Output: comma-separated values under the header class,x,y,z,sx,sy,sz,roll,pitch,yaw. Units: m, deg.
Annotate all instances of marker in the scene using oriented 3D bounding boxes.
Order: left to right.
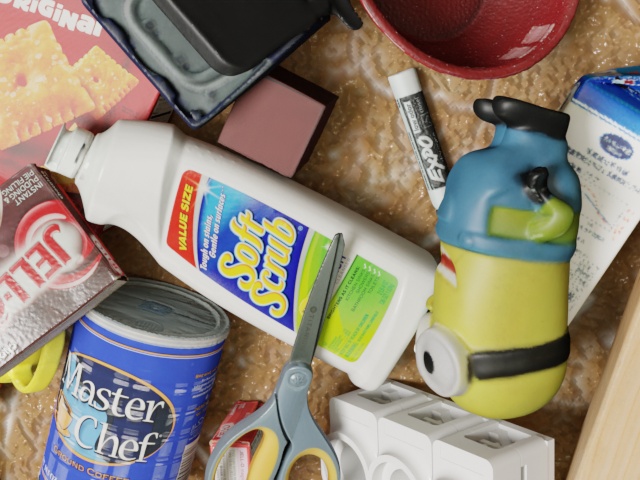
class,x,y,z,sx,sy,sz,roll,pitch,yaw
marker,0.073,-0.053,0.700,0.020,0.020,0.121,-18,99,12

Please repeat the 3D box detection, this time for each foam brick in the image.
class,x,y,z,sx,sy,sz,roll,pitch,yaw
foam brick,-0.025,-0.078,0.680,0.053,0.078,0.051,27,104,2

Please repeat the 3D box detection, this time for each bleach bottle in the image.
class,x,y,z,sx,sy,sz,roll,pitch,yaw
bleach bottle,-0.054,0.001,0.673,0.250,0.068,0.103,25,105,-15

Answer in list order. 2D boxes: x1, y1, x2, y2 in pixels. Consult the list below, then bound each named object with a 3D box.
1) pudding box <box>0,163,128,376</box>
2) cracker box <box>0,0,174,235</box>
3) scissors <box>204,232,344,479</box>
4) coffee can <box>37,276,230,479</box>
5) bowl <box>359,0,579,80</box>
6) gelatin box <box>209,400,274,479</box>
class,x,y,z,sx,sy,sz,roll,pitch,yaw
pudding box,-0.189,0.022,0.655,0.113,0.039,0.090,-38,84,1
cracker box,-0.168,-0.133,0.694,0.164,0.072,0.214,28,105,1
scissors,-0.002,0.098,0.674,0.096,0.016,0.202,27,104,-19
coffee can,-0.127,0.108,0.725,0.103,0.102,0.140,17,105,5
bowl,0.075,-0.169,0.634,0.161,0.055,0.162,2,84,-22
gelatin box,-0.053,0.166,0.741,0.030,0.073,0.089,-2,102,9
